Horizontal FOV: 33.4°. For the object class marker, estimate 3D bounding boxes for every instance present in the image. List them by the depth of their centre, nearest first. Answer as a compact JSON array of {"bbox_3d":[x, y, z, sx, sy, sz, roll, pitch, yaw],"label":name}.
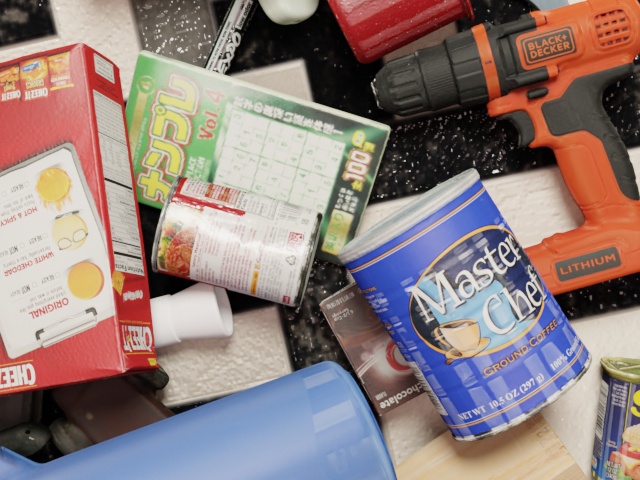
[{"bbox_3d":[-0.069,-0.131,0.749,0.020,0.020,0.121,25,94,0],"label":"marker"}]

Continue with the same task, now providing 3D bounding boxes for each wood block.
[{"bbox_3d":[0.083,0.203,0.715,0.206,0.090,0.090,-36,122,4],"label":"wood block"}]

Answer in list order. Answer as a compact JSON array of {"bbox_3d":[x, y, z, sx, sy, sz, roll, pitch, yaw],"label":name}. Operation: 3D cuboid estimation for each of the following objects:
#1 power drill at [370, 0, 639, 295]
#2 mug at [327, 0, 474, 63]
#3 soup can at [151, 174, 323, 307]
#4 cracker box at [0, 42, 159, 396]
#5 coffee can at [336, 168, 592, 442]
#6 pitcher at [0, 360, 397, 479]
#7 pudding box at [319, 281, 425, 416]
[{"bbox_3d":[0.142,-0.058,0.720,0.184,0.057,0.187,-15,97,9],"label":"power drill"},{"bbox_3d":[0.044,-0.170,0.697,0.081,0.117,0.093,-26,86,8],"label":"mug"},{"bbox_3d":[-0.055,0.001,0.718,0.102,0.068,0.068,14,94,1],"label":"soup can"},{"bbox_3d":[-0.204,-0.006,0.707,0.164,0.072,0.214,-11,82,13],"label":"cracker box"},{"bbox_3d":[0.090,0.040,0.674,0.103,0.103,0.140,-32,92,3],"label":"coffee can"},{"bbox_3d":[-0.075,0.179,0.668,0.242,0.145,0.149,-22,132,-10],"label":"pitcher"},{"bbox_3d":[0.068,0.055,0.746,0.113,0.039,0.090,-28,92,3],"label":"pudding box"}]
